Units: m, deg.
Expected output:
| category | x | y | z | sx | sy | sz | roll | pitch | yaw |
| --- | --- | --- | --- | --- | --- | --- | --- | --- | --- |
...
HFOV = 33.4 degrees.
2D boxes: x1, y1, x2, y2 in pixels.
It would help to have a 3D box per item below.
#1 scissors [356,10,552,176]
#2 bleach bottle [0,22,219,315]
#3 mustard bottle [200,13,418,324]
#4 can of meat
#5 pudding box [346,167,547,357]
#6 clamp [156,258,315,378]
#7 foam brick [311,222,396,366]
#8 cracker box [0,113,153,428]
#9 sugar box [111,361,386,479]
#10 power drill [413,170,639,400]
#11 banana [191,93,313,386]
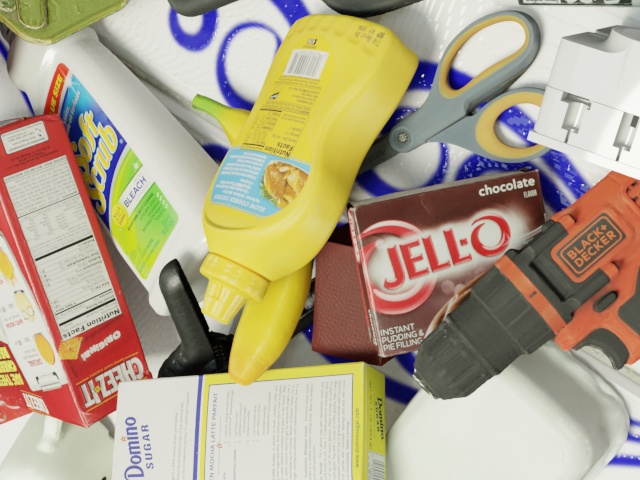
| category | x | y | z | sx | sy | sz | roll | pitch | yaw |
| --- | --- | --- | --- | --- | --- | --- | --- | --- | --- |
| scissors | 0.070 | -0.055 | 0.658 | 0.096 | 0.016 | 0.202 | 50 | 124 | 9 |
| bleach bottle | -0.153 | -0.071 | 0.766 | 0.251 | 0.067 | 0.103 | 48 | 127 | 16 |
| mustard bottle | -0.020 | -0.039 | 0.633 | 0.096 | 0.058 | 0.191 | 17 | 77 | 47 |
| can of meat | -0.168 | -0.191 | 0.721 | 0.102 | 0.057 | 0.084 | -17 | 49 | 34 |
| pudding box | 0.078 | 0.011 | 0.626 | 0.113 | 0.039 | 0.090 | -12 | 99 | -4 |
| clamp | -0.076 | 0.077 | 0.739 | 0.120 | 0.039 | 0.172 | 18 | 122 | -21 |
| foam brick | 0.030 | 0.033 | 0.686 | 0.053 | 0.051 | 0.078 | 12 | 110 | 28 |
| cracker box | -0.216 | 0.018 | 0.787 | 0.164 | 0.072 | 0.214 | 1 | 113 | 52 |
| sugar box | -0.047 | 0.132 | 0.680 | 0.176 | 0.048 | 0.093 | -7 | 69 | 24 |
| power drill | 0.169 | 0.071 | 0.571 | 0.184 | 0.057 | 0.188 | -42 | 83 | 5 |
| banana | -0.037 | -0.006 | 0.688 | 0.069 | 0.037 | 0.198 | -9 | 70 | -4 |
